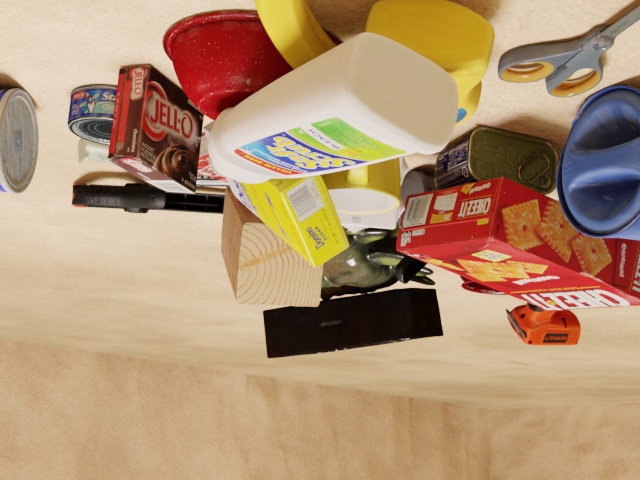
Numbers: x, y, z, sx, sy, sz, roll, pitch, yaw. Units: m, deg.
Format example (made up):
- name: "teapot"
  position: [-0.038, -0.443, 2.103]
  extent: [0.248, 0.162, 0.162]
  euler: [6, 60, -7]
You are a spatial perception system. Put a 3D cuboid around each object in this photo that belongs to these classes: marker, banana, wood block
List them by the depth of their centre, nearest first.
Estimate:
- name: "banana"
  position: [-0.010, -0.161, 0.800]
  extent: [0.070, 0.037, 0.197]
  euler: [6, 157, 30]
- name: "wood block"
  position: [-0.058, 0.001, 1.208]
  extent: [0.090, 0.090, 0.206]
  euler: [3, -167, -10]
- name: "marker"
  position: [-0.119, -0.072, 1.256]
  extent: [0.121, 0.020, 0.020]
  euler: [2, 166, 8]

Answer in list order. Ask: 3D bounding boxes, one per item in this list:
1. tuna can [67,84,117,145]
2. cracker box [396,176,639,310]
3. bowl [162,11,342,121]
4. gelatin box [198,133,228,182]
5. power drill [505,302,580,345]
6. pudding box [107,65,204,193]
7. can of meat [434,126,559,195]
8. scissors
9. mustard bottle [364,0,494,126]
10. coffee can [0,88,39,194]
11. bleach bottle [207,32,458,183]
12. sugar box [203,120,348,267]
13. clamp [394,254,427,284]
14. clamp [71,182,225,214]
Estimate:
- name: "tuna can"
  position: [-0.205, -0.122, 1.052]
  extent: [0.086, 0.034, 0.086]
  euler: [4, 166, 1]
- name: "cracker box"
  position: [0.209, 0.010, 1.092]
  extent: [0.213, 0.072, 0.164]
  euler: [22, 165, -26]
- name: "bowl"
  position: [-0.056, -0.135, 0.910]
  extent: [0.162, 0.055, 0.162]
  euler: [4, 166, 1]
- name: "gelatin box"
  position: [-0.101, -0.090, 1.150]
  extent: [0.073, 0.030, 0.089]
  euler: [14, 161, -35]
- name: "power drill"
  position: [0.333, 0.049, 1.351]
  extent: [0.184, 0.057, 0.188]
  euler: [5, 127, -29]
- name: "pudding box"
  position: [-0.152, -0.101, 1.002]
  extent: [0.039, 0.090, 0.113]
  euler: [1, 166, 20]
- name: "can of meat"
  position: [0.178, -0.072, 1.092]
  extent: [0.102, 0.057, 0.084]
  euler: [10, 167, -19]
- name: "scissors"
  position: [0.197, -0.155, 0.833]
  extent: [0.096, 0.016, 0.202]
  euler: [4, 166, 0]
- name: "mustard bottle"
  position: [0.085, -0.132, 0.873]
  extent: [0.096, 0.058, 0.191]
  euler: [11, 167, 6]
- name: "coffee can"
  position: [-0.361, -0.100, 1.044]
  extent: [0.140, 0.103, 0.103]
  euler: [3, 166, 6]
- name: "bleach bottle"
  position: [-0.010, -0.086, 0.843]
  extent: [0.102, 0.068, 0.251]
  euler: [24, 159, -28]
- name: "sugar box"
  position: [-0.045, -0.052, 1.004]
  extent: [0.176, 0.048, 0.093]
  euler: [36, 155, 52]
- name: "clamp"
  position: [0.152, 0.004, 1.251]
  extent: [0.120, 0.039, 0.171]
  euler: [5, -151, 6]
- name: "clamp"
  position: [-0.225, -0.052, 1.299]
  extent: [0.210, 0.036, 0.164]
  euler: [4, 179, 22]
